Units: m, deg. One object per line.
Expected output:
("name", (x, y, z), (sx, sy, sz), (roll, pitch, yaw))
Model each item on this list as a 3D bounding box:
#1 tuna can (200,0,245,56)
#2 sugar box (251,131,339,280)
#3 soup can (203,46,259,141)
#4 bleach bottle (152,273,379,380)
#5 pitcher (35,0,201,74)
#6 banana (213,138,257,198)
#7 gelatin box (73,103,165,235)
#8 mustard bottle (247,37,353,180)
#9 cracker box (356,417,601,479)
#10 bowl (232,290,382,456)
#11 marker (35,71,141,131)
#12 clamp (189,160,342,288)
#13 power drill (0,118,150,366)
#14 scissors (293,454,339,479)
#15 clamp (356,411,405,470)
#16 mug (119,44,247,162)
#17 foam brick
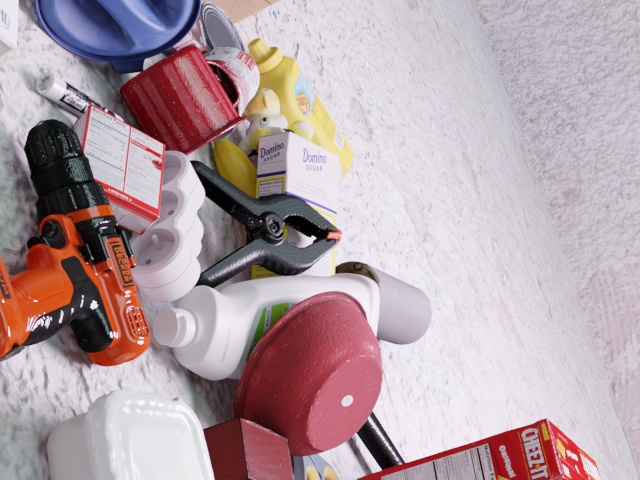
("tuna can", (-0.116, -0.211, 1.147), (0.086, 0.034, 0.086), (51, 26, -37))
("sugar box", (-0.025, -0.011, 1.067), (0.093, 0.048, 0.176), (21, 65, -53))
("soup can", (-0.103, -0.148, 1.065), (0.068, 0.069, 0.102), (60, 21, -19))
("bleach bottle", (-0.045, 0.071, 0.931), (0.250, 0.068, 0.102), (9, 86, -53))
("pitcher", (-0.183, -0.276, 0.939), (0.144, 0.149, 0.243), (25, 41, -40))
("banana", (-0.055, -0.035, 1.109), (0.197, 0.037, 0.069), (56, 25, -29))
("gelatin box", (-0.163, -0.056, 0.846), (0.073, 0.030, 0.089), (27, 39, -29))
("mustard bottle", (-0.030, -0.158, 1.270), (0.191, 0.058, 0.096), (57, 24, -27))
("cracker box", (0.166, 0.262, 1.096), (0.164, 0.214, 0.072), (40, 34, -51))
("bowl", (0.003, 0.127, 0.915), (0.055, 0.162, 0.162), (30, -5, 37))
("marker", (-0.187, -0.106, 0.880), (0.121, 0.020, 0.020), (32, 40, -58))
("clamp", (-0.056, 0.001, 0.976), (0.171, 0.039, 0.120), (14, 71, -29))
("power drill", (-0.190, 0.004, 0.702), (0.184, 0.057, 0.187), (69, 20, 4))
("scissors", (-0.014, 0.186, 1.011), (0.096, 0.016, 0.202), (30, 42, -61))
("clamp", (0.027, 0.159, 1.108), (0.209, 0.036, 0.164), (32, 36, -54))
("mug", (-0.118, -0.126, 0.960), (0.117, 0.093, 0.081), (-38, 101, -41))
("foam brick", (-0.062, 0.180, 0.845), (0.078, 0.053, 0.051), (38, 36, -52))
